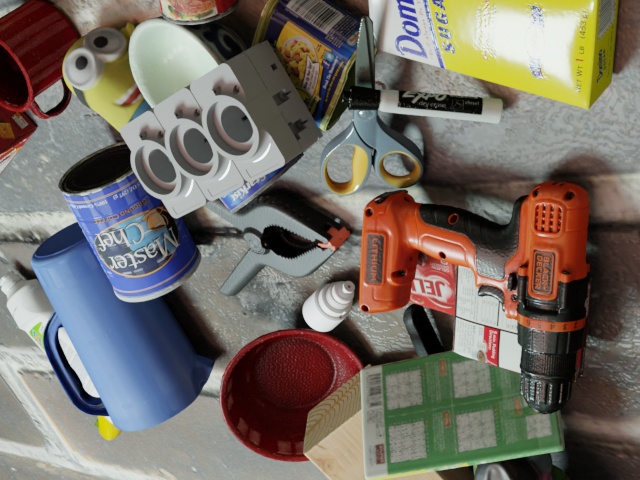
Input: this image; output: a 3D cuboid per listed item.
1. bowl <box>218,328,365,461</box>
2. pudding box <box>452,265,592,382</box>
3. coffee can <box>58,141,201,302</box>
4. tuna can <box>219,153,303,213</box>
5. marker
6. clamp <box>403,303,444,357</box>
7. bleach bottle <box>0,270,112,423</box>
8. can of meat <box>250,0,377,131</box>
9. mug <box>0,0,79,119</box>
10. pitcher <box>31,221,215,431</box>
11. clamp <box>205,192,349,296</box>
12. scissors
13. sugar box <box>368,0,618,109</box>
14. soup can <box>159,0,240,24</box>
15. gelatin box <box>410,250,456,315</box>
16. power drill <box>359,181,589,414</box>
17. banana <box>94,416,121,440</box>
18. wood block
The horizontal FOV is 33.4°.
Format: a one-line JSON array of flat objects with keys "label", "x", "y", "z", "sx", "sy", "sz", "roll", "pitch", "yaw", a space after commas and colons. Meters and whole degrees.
[{"label": "bowl", "x": -0.027, "y": 0.155, "z": 1.144, "sx": 0.162, "sy": 0.055, "sz": 0.162, "roll": -1, "pitch": 112, "yaw": -2}, {"label": "pudding box", "x": 0.168, "y": 0.065, "z": 0.902, "sx": 0.114, "sy": 0.039, "sz": 0.090, "roll": 14, "pitch": 114, "yaw": 32}, {"label": "coffee can", "x": -0.200, "y": -0.020, "z": 1.133, "sx": 0.103, "sy": 0.102, "sz": 0.140, "roll": 5, "pitch": 129, "yaw": 40}, {"label": "tuna can", "x": -0.058, "y": -0.064, "z": 0.969, "sx": 0.034, "sy": 0.086, "sz": 0.086, "roll": 51, "pitch": 143, "yaw": -7}, {"label": "marker", "x": 0.076, "y": -0.103, "z": 0.806, "sx": 0.121, "sy": 0.020, "sz": 0.020, "roll": 5, "pitch": 139, "yaw": -3}, {"label": "clamp", "x": 0.119, "y": 0.130, "z": 1.034, "sx": 0.120, "sy": 0.039, "sz": 0.172, "roll": 35, "pitch": 139, "yaw": 13}, {"label": "bleach bottle", "x": -0.340, "y": 0.131, "z": 1.451, "sx": 0.251, "sy": 0.068, "sz": 0.103, "roll": 43, "pitch": 133, "yaw": 8}, {"label": "can of meat", "x": -0.007, "y": -0.149, "z": 0.861, "sx": 0.084, "sy": 0.057, "sz": 0.102, "roll": 36, "pitch": 143, "yaw": 8}, {"label": "mug", "x": -0.291, "y": -0.180, "z": 1.077, "sx": 0.093, "sy": 0.081, "sz": 0.117, "roll": -2, "pitch": 124, "yaw": 45}, {"label": "pitcher", "x": -0.251, "y": 0.100, "z": 1.275, "sx": 0.145, "sy": 0.149, "sz": 0.243, "roll": 7, "pitch": 128, "yaw": 54}, {"label": "clamp", "x": -0.057, "y": 0.001, "z": 1.073, "sx": 0.210, "sy": 0.036, "sz": 0.164, "roll": 10, "pitch": 132, "yaw": 37}, {"label": "scissors", "x": 0.053, "y": -0.097, "z": 0.847, "sx": 0.096, "sy": 0.016, "sz": 0.202, "roll": 8, "pitch": 145, "yaw": -11}, {"label": "sugar box", "x": 0.116, "y": -0.160, "z": 0.742, "sx": 0.176, "sy": 0.048, "sz": 0.093, "roll": 19, "pitch": 138, "yaw": 28}, {"label": "soup can", "x": -0.106, "y": -0.235, "z": 0.859, "sx": 0.069, "sy": 0.068, "sz": 0.102, "roll": 18, "pitch": 136, "yaw": 31}, {"label": "gelatin box", "x": 0.090, "y": 0.024, "z": 0.962, "sx": 0.089, "sy": 0.030, "sz": 0.073, "roll": 17, "pitch": 137, "yaw": 32}, {"label": "power drill", "x": 0.124, "y": 0.037, "z": 0.863, "sx": 0.188, "sy": 0.057, "sz": 0.184, "roll": 9, "pitch": 102, "yaw": 31}, {"label": "banana", "x": -0.319, "y": 0.238, "z": 1.559, "sx": 0.070, "sy": 0.037, "sz": 0.198, "roll": 28, "pitch": 141, "yaw": 20}, {"label": "wood block", "x": 0.086, "y": 0.241, "z": 1.094, "sx": 0.091, "sy": 0.090, "sz": 0.206, "roll": -40, "pitch": 103, "yaw": 14}]
